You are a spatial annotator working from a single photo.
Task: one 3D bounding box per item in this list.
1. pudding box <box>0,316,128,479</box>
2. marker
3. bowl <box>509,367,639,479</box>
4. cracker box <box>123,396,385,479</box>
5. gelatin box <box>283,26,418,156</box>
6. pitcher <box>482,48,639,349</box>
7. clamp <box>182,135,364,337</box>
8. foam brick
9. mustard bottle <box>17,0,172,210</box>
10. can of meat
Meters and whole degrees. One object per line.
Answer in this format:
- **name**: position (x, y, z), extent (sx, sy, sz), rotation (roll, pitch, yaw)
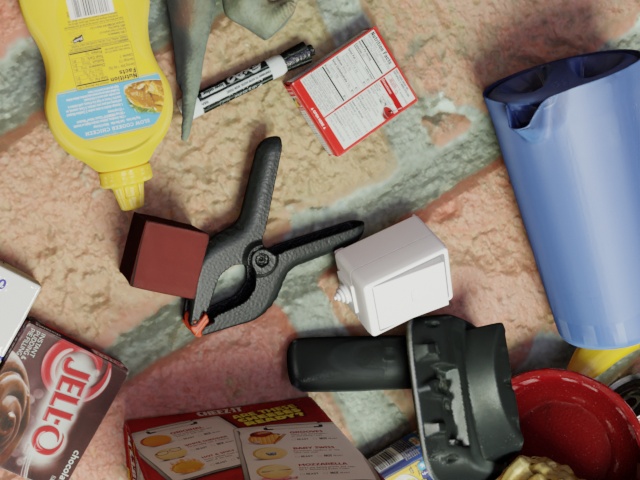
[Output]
- **pudding box**: position (-0.218, 0.129, 0.841), extent (0.090, 0.039, 0.113), rotation (30, 88, -20)
- **marker**: position (-0.059, -0.130, 0.865), extent (0.121, 0.020, 0.020), rotation (-28, 105, -12)
- **bowl**: position (0.212, 0.192, 0.954), extent (0.162, 0.055, 0.162), rotation (0, 90, 18)
- **cracker box**: position (-0.053, 0.191, 0.810), extent (0.164, 0.214, 0.072), rotation (-5, 101, -17)
- **gelatin box**: position (0.026, -0.124, 0.887), extent (0.089, 0.030, 0.073), rotation (-36, 105, -10)
- **pitcher**: position (0.239, -0.039, 0.923), extent (0.149, 0.145, 0.243), rotation (-18, 107, -2)
- **clamp**: position (-0.056, 0.001, 0.874), extent (0.171, 0.039, 0.120), rotation (-42, 107, -12)
- **foam brick**: position (-0.123, 0.010, 0.834), extent (0.051, 0.078, 0.053), rotation (14, 93, -17)
- **mustard bottle**: position (-0.164, -0.117, 0.813), extent (0.096, 0.058, 0.191), rotation (-15, 102, -16)
- **can of meat**: position (0.072, 0.229, 0.938), extent (0.083, 0.057, 0.102), rotation (-26, 105, -15)
